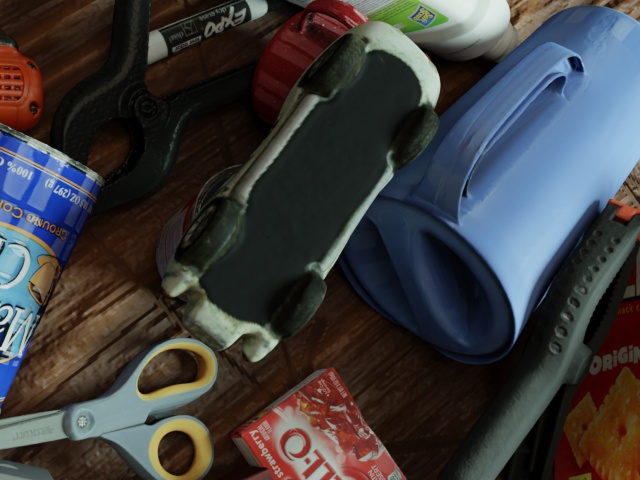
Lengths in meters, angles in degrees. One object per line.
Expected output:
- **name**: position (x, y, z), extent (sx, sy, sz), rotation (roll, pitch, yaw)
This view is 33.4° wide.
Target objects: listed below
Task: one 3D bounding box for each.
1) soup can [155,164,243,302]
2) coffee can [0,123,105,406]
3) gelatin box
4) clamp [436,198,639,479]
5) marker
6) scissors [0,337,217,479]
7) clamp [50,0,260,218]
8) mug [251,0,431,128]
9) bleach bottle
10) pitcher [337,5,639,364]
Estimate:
- **soup can**: position (-0.054, 0.001, 0.626), extent (0.068, 0.102, 0.068), rotation (4, 77, -20)
- **coffee can**: position (-0.188, 0.011, 0.559), extent (0.102, 0.103, 0.140), rotation (25, 83, -14)
- **gelatin box**: position (-0.001, 0.135, 0.657), extent (0.073, 0.030, 0.089), rotation (-33, 92, -23)
- **clamp**: position (0.145, 0.077, 0.651), extent (0.036, 0.164, 0.210), rotation (26, 84, 27)
- **marker**: position (-0.065, -0.144, 0.697), extent (0.121, 0.020, 0.020), rotation (-28, 90, -24)
- **scissors**: position (-0.122, 0.114, 0.579), extent (0.201, 0.016, 0.096), rotation (-25, 104, -51)
- **clamp**: position (-0.114, -0.091, 0.645), extent (0.120, 0.039, 0.171), rotation (46, 71, -18)
- **mug**: position (0.011, -0.099, 0.658), extent (0.082, 0.117, 0.093), rotation (33, 63, 23)
- **bleach bottle**: position (0.029, -0.172, 0.692), extent (0.250, 0.103, 0.068), rotation (20, 74, -35)
- **pitcher**: position (0.129, -0.053, 0.681), extent (0.242, 0.149, 0.145), rotation (-46, 109, -28)
